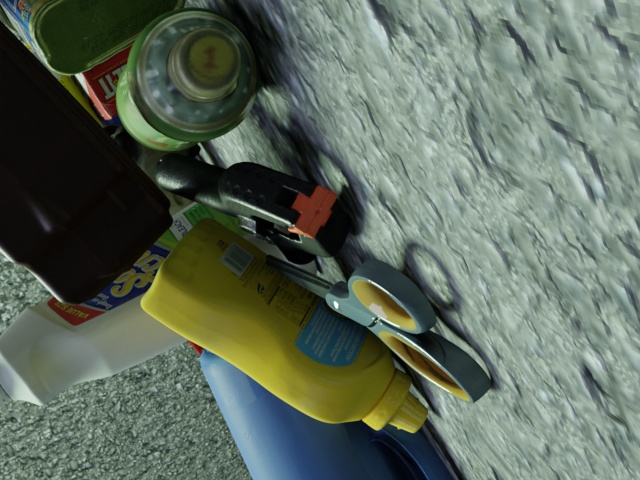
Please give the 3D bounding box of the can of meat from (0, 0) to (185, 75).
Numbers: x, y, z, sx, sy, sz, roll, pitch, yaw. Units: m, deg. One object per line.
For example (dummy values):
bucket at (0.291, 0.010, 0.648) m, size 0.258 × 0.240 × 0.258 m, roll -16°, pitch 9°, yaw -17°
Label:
can of meat at (-0.143, -0.154, 0.654) m, size 0.084 × 0.102 × 0.057 m, roll 45°, pitch 164°, yaw 44°

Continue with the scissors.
scissors at (0.011, 0.023, 0.575) m, size 0.202 × 0.016 × 0.096 m, roll 33°, pitch 160°, yaw 43°

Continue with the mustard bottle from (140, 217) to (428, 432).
mustard bottle at (-0.015, 0.063, 0.683) m, size 0.191 × 0.058 × 0.096 m, roll 33°, pitch -156°, yaw -1°

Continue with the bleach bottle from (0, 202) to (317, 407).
bleach bottle at (-0.133, 0.049, 0.765) m, size 0.103 × 0.250 × 0.068 m, roll 46°, pitch 164°, yaw 49°

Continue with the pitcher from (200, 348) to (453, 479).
pitcher at (0.017, 0.162, 0.785) m, size 0.243 × 0.149 × 0.145 m, roll 63°, pitch -173°, yaw -10°

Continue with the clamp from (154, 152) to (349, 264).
clamp at (-0.039, -0.023, 0.628) m, size 0.120 × 0.039 × 0.172 m, roll 23°, pitch 171°, yaw -10°
